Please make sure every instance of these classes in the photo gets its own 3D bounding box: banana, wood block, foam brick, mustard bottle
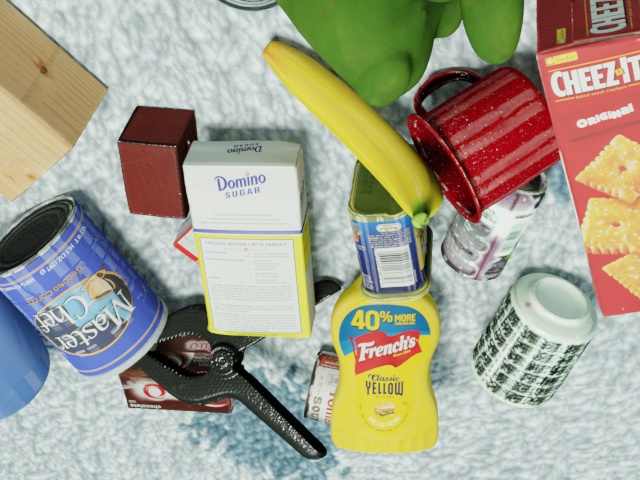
[{"bbox_3d":[0.032,-0.080,0.796,0.037,0.198,0.069,-45,155,8],"label":"banana"},{"bbox_3d":[-0.282,-0.141,0.830,0.090,0.090,0.206,-33,116,34],"label":"wood block"},{"bbox_3d":[-0.132,-0.064,0.886,0.051,0.053,0.078,6,132,8],"label":"foam brick"},{"bbox_3d":[0.057,0.089,0.938,0.096,0.058,0.192,1,102,5],"label":"mustard bottle"}]

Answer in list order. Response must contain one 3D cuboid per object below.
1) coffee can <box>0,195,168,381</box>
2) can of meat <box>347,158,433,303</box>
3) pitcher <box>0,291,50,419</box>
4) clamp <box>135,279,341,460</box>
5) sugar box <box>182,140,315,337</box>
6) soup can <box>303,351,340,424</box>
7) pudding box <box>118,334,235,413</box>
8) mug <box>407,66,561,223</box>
[{"bbox_3d":[-0.220,0.044,0.968,0.103,0.102,0.140,-19,123,27],"label":"coffee can"},{"bbox_3d":[0.056,-0.015,0.851,0.057,0.102,0.084,-4,127,11],"label":"can of meat"},{"bbox_3d":[-0.360,0.069,0.990,0.149,0.145,0.243,-5,137,17],"label":"pitcher"},{"bbox_3d":[-0.079,0.100,0.991,0.210,0.036,0.164,13,94,13],"label":"clamp"},{"bbox_3d":[-0.056,0.001,0.890,0.093,0.048,0.176,2,124,7],"label":"sugar box"},{"bbox_3d":[0.040,0.148,1.019,0.102,0.068,0.068,12,132,4],"label":"soup can"},{"bbox_3d":[-0.144,0.130,1.067,0.113,0.039,0.090,3,131,11],"label":"pudding box"},{"bbox_3d":[0.116,-0.081,0.781,0.081,0.117,0.093,-32,149,-5],"label":"mug"}]
